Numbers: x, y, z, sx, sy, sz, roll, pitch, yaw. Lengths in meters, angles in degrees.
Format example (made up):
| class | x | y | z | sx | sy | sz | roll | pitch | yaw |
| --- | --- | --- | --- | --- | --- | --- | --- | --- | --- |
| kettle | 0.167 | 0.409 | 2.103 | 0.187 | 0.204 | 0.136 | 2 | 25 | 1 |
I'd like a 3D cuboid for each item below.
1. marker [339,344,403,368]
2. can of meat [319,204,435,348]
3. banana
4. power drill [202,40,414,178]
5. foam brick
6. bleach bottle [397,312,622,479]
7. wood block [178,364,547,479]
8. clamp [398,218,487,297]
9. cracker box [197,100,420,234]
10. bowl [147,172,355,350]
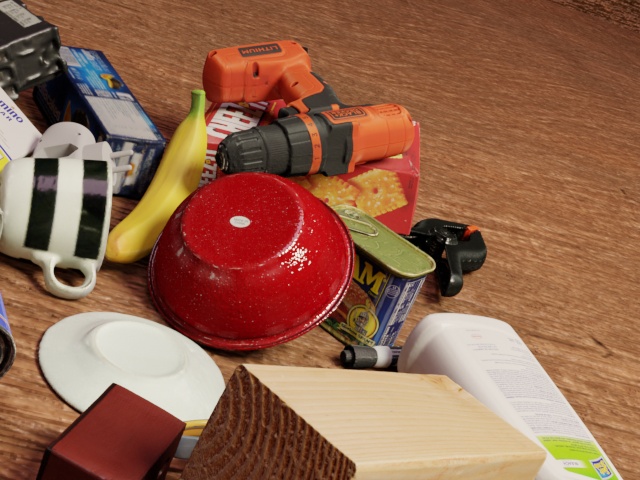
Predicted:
| class | x | y | z | sx | sy | sz | roll | pitch | yaw |
| --- | --- | --- | --- | --- | --- | --- | --- | --- | --- |
| marker | 0.067 | 0.094 | 0.855 | 0.120 | 0.020 | 0.020 | 5 | 30 | -34 |
| can of meat | 0.031 | 0.032 | 0.871 | 0.102 | 0.084 | 0.057 | 36 | 28 | 26 |
| banana | -0.134 | -0.040 | 0.888 | 0.037 | 0.069 | 0.197 | 2 | 47 | 18 |
| power drill | -0.036 | -0.115 | 0.954 | 0.184 | 0.057 | 0.188 | -10 | 36 | -28 |
| foam brick | -0.118 | 0.127 | 0.593 | 0.051 | 0.053 | 0.078 | 26 | 26 | 7 |
| bleach bottle | 0.152 | 0.153 | 0.756 | 0.102 | 0.068 | 0.251 | 7 | 31 | -30 |
| wood block | 0.029 | 0.133 | 0.599 | 0.091 | 0.090 | 0.205 | 34 | 13 | 35 |
| clamp | 0.105 | 0.004 | 1.049 | 0.120 | 0.039 | 0.171 | 34 | 20 | 14 |
| cracker box | -0.011 | -0.081 | 1.033 | 0.213 | 0.072 | 0.164 | 10 | 24 | 2 |
| bowl | -0.055 | 0.001 | 0.802 | 0.162 | 0.055 | 0.162 | -3 | 51 | 3 |
